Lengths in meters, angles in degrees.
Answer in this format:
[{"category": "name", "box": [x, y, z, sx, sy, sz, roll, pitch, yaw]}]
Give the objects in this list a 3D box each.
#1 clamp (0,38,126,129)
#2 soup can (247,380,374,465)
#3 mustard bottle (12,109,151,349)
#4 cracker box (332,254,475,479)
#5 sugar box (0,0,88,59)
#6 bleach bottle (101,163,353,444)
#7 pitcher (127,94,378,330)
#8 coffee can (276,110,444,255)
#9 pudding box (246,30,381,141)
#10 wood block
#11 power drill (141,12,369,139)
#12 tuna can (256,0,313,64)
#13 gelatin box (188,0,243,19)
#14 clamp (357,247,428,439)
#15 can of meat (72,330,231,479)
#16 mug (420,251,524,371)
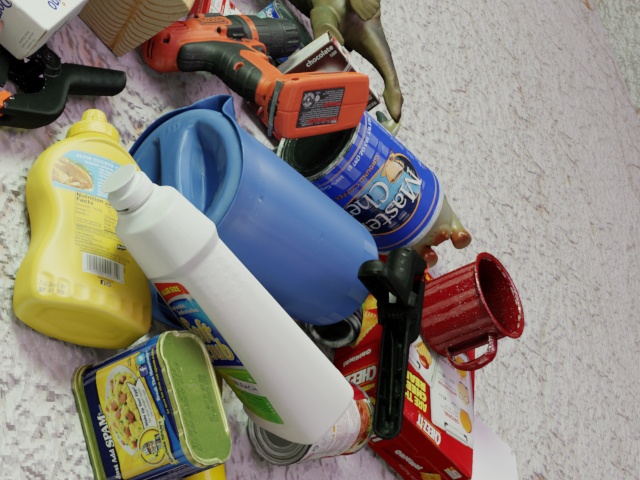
[{"category": "clamp", "box": [-0.212, -0.130, 0.828, 0.120, 0.039, 0.171, 40, 36, -21]}, {"category": "soup can", "box": [-0.007, 0.156, 0.919, 0.102, 0.069, 0.068, 7, 62, -57]}, {"category": "mustard bottle", "box": [-0.171, -0.019, 0.788, 0.096, 0.058, 0.191, 21, 49, -33]}, {"category": "cracker box", "box": [0.089, 0.126, 1.104, 0.164, 0.072, 0.213, 46, 34, -29]}, {"category": "sugar box", "box": [-0.258, -0.219, 0.784, 0.176, 0.048, 0.093, 45, 33, -14]}, {"category": "bleach bottle", "box": [-0.076, 0.044, 0.777, 0.068, 0.103, 0.250, -48, 123, -19]}, {"category": "pitcher", "box": [-0.056, 0.001, 0.916, 0.242, 0.149, 0.145, 32, 27, -50]}, {"category": "coffee can", "box": [0.040, -0.063, 1.045, 0.140, 0.103, 0.103, 37, 38, -37]}, {"category": "pudding box", "box": [-0.008, -0.150, 1.115, 0.090, 0.113, 0.039, 48, 14, -29]}, {"category": "wood block", "box": [-0.156, -0.274, 0.986, 0.090, 0.091, 0.206, 48, 32, -28]}, {"category": "power drill", "box": [-0.045, -0.159, 0.989, 0.184, 0.057, 0.188, -16, 37, -41]}, {"category": "tuna can", "box": [-0.037, -0.225, 1.190, 0.086, 0.034, 0.086, 49, 16, -20]}, {"category": "gelatin box", "box": [-0.098, -0.209, 1.098, 0.089, 0.030, 0.073, 43, 36, -34]}, {"category": "clamp", "box": [0.071, 0.075, 0.981, 0.209, 0.036, 0.164, -44, 133, -70]}, {"category": "can of meat", "box": [-0.116, 0.121, 0.744, 0.057, 0.084, 0.102, 6, 63, -58]}, {"category": "mug", "box": [0.149, 0.079, 1.077, 0.093, 0.082, 0.117, 34, 41, -41]}]
